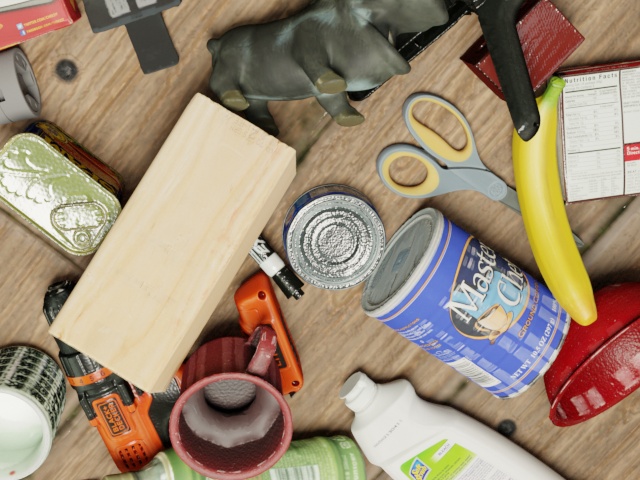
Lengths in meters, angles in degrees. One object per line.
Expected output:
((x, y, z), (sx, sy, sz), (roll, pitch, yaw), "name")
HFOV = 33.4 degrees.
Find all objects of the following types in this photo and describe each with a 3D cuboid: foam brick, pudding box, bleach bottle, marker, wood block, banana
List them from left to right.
((-0.108, 0.005, 0.816), (0.090, 0.091, 0.206), (31, 83, 2), "wood block")
((-0.056, 0.001, 0.877), (0.020, 0.020, 0.121), (-42, 89, 7), "marker")
((0.125, 0.196, 0.947), (0.250, 0.068, 0.102), (40, 98, -12), "bleach bottle")
((0.161, -0.154, 0.854), (0.051, 0.053, 0.078), (42, 97, -15), "foam brick")
((0.186, -0.029, 0.866), (0.037, 0.070, 0.198), (-10, 92, -8), "banana")
((0.238, -0.091, 0.888), (0.090, 0.039, 0.113), (-7, 105, -3), "pudding box")

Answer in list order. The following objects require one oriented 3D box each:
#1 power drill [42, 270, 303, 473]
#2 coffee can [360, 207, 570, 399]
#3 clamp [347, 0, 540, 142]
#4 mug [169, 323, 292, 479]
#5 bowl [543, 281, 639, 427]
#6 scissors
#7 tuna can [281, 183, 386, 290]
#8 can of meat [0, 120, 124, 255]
((-0.120, 0.092, 0.896), (0.187, 0.057, 0.184), (-20, 111, 3), "power drill")
((0.119, 0.052, 0.883), (0.140, 0.103, 0.103), (33, 100, -14), "coffee can")
((0.126, -0.180, 0.816), (0.165, 0.036, 0.210), (26, 93, 30), "clamp")
((-0.065, 0.117, 0.834), (0.093, 0.081, 0.117), (21, 107, -12), "mug")
((0.244, 0.086, 0.906), (0.162, 0.055, 0.162), (-26, 148, -18), "bowl")
((0.128, -0.036, 0.904), (0.096, 0.016, 0.201), (-41, 105, 6), "scissors")
((0.011, -0.002, 0.893), (0.086, 0.034, 0.086), (-1, 106, -5), "tuna can")
((-0.202, -0.044, 0.833), (0.102, 0.084, 0.057), (39, 98, -14), "can of meat")
